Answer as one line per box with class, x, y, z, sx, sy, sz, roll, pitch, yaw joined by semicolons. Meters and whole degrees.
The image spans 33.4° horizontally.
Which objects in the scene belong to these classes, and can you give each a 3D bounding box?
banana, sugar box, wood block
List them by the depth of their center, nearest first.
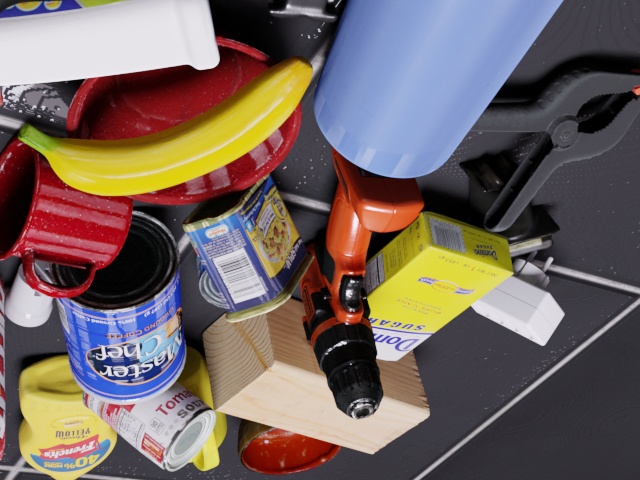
banana;-0.095;-0.068;0.708;0.198;0.037;0.069;-15;143;2
sugar box;0.079;0.046;0.951;0.093;0.048;0.176;17;138;-27
wood block;-0.002;0.130;1.037;0.205;0.091;0.090;24;129;-38

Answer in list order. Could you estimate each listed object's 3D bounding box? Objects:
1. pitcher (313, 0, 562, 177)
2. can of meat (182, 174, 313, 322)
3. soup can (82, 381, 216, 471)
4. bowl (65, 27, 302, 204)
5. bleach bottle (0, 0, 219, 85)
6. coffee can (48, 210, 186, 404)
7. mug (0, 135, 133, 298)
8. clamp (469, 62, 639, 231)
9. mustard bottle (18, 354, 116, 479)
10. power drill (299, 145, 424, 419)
pitcher;0.088;-0.156;0.681;0.149;0.145;0.243;13;141;-12
can of meat;-0.056;0.001;0.829;0.058;0.102;0.084;-18;108;23
soup can;-0.152;0.149;0.950;0.068;0.102;0.068;-45;156;-27
bowl;-0.096;-0.097;0.748;0.162;0.055;0.162;-8;142;-6
bleach bottle;-0.193;-0.131;0.638;0.250;0.102;0.068;-12;150;-2
coffee can;-0.165;0.057;0.887;0.102;0.103;0.140;-6;142;-9
mug;-0.191;-0.013;0.784;0.081;0.117;0.093;14;147;-37
clamp;0.176;-0.093;0.831;0.171;0.039;0.120;-37;128;4
mustard bottle;-0.252;0.188;1.066;0.096;0.058;0.192;-4;142;-19
power drill;0.028;0.022;0.849;0.057;0.184;0.188;1;131;-18
